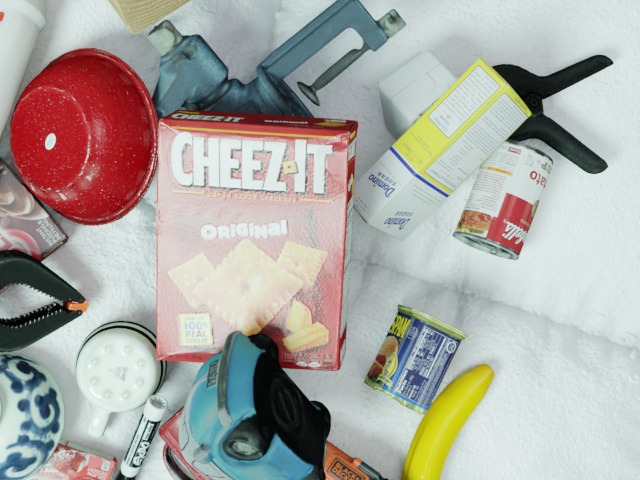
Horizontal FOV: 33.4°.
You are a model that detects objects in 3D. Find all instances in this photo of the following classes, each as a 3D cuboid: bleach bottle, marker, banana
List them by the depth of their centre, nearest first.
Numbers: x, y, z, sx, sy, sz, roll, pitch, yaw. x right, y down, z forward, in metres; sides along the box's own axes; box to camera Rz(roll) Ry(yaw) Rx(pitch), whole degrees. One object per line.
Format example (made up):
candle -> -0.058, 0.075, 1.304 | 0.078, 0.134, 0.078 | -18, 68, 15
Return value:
bleach bottle -> -0.314, -0.150, 0.960 | 0.103, 0.068, 0.250 | 4, 65, 29
marker -> -0.166, 0.189, 0.976 | 0.020, 0.020, 0.121 | 22, 121, -6
banana -> 0.116, 0.211, 1.036 | 0.069, 0.037, 0.198 | 15, 87, -24

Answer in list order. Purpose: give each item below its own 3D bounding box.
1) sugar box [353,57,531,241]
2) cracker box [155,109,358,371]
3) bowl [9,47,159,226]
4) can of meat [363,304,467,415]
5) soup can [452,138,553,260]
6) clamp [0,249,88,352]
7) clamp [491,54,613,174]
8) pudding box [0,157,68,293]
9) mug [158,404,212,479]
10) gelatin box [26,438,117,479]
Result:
sugar box -> 0.110, -0.081, 0.988 | 0.176, 0.093, 0.048 | -43, 64, 12
cracker box -> -0.056, 0.001, 0.921 | 0.164, 0.072, 0.214 | 4, 104, 5
bowl -> -0.223, -0.091, 0.950 | 0.162, 0.055, 0.162 | 4, 98, 28
can of meat -> 0.087, 0.111, 1.001 | 0.057, 0.102, 0.084 | 26, 87, -7
soup can -> 0.177, -0.040, 1.034 | 0.068, 0.068, 0.102 | 22, 85, -6
clamp -> -0.310, 0.044, 0.939 | 0.209, 0.036, 0.164 | -4, 107, -27
clamp -> 0.213, -0.142, 1.058 | 0.171, 0.039, 0.120 | 15, 76, -7
pudding box -> -0.303, -0.017, 0.986 | 0.090, 0.039, 0.113 | -40, 92, -6
mug -> -0.102, 0.186, 0.988 | 0.081, 0.093, 0.117 | 48, 119, 1
gelatin box -> -0.242, 0.224, 0.990 | 0.089, 0.030, 0.073 | 21, 85, -6
